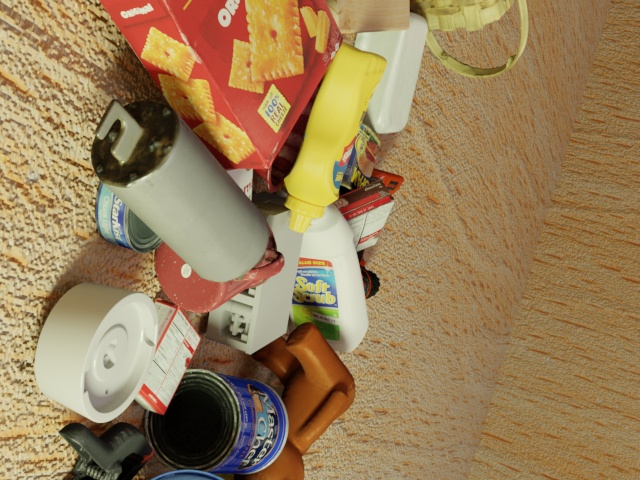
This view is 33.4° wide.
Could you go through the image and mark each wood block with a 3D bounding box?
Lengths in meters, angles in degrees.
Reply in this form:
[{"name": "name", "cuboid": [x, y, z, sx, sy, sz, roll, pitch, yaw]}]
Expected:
[{"name": "wood block", "cuboid": [0.016, -0.254, 1.074, 0.205, 0.090, 0.091, -26, 118, -64]}]

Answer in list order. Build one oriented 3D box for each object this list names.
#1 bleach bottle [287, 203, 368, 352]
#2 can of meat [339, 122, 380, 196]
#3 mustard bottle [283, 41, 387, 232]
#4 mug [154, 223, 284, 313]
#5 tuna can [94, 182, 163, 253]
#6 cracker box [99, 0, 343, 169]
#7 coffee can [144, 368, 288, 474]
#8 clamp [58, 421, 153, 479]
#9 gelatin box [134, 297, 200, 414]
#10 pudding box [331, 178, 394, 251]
[{"name": "bleach bottle", "cuboid": [-0.003, 0.030, 1.244, 0.068, 0.103, 0.251, -58, 154, -31]}, {"name": "can of meat", "cuboid": [0.031, -0.098, 1.303, 0.102, 0.057, 0.084, 38, 67, -68]}, {"name": "mustard bottle", "cuboid": [0.007, -0.099, 1.057, 0.096, 0.058, 0.192, -54, 165, -79]}, {"name": "mug", "cuboid": [-0.090, 0.019, 0.989, 0.081, 0.117, 0.093, -35, 130, -53]}, {"name": "tuna can", "cuboid": [-0.152, -0.034, 0.895, 0.086, 0.034, 0.086, 16, 90, -70]}, {"name": "cracker box", "cuboid": [-0.075, -0.187, 0.844, 0.164, 0.072, 0.213, -62, 138, -32]}, {"name": "coffee can", "cuboid": [-0.103, 0.188, 1.093, 0.140, 0.103, 0.103, 33, 74, -69]}, {"name": "clamp", "cuboid": [-0.204, 0.212, 0.942, 0.120, 0.039, 0.171, -58, 162, 3]}, {"name": "gelatin box", "cuboid": [-0.153, 0.109, 1.010, 0.073, 0.030, 0.089, 67, 43, -58]}, {"name": "pudding box", "cuboid": [0.034, -0.019, 1.291, 0.090, 0.039, 0.114, -22, 156, -22]}]
